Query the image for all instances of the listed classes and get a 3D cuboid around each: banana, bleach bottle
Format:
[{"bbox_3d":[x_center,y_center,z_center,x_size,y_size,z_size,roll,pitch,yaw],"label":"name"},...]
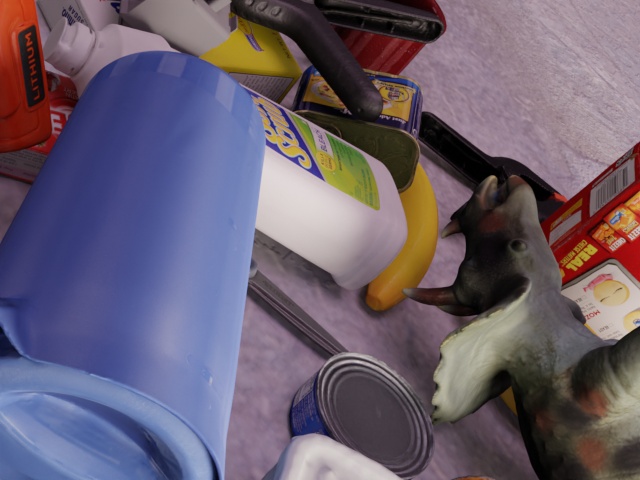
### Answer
[{"bbox_3d":[0.056,-0.020,0.805,0.069,0.037,0.198,-1,44,-8],"label":"banana"},{"bbox_3d":[-0.060,-0.062,0.680,0.250,0.068,0.102,28,31,-31],"label":"bleach bottle"}]

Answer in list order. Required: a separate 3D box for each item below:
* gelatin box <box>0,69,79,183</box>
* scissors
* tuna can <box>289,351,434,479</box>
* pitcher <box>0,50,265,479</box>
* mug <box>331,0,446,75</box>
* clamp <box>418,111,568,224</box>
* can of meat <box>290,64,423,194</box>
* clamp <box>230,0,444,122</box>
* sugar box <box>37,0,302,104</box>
[{"bbox_3d":[-0.177,-0.072,0.634,0.089,0.030,0.073,16,43,-32],"label":"gelatin box"},{"bbox_3d":[-0.055,0.001,0.690,0.201,0.016,0.096,32,37,-16],"label":"scissors"},{"bbox_3d":[0.024,0.111,0.636,0.086,0.034,0.086,26,39,-23],"label":"tuna can"},{"bbox_3d":[-0.091,0.023,0.530,0.145,0.149,0.242,21,43,-11],"label":"pitcher"},{"bbox_3d":[0.040,-0.180,0.911,0.117,0.082,0.093,-10,61,-49],"label":"mug"},{"bbox_3d":[0.147,-0.054,0.924,0.171,0.039,0.120,10,51,-46],"label":"clamp"},{"bbox_3d":[0.025,-0.087,0.799,0.102,0.057,0.084,12,39,2],"label":"can of meat"},{"bbox_3d":[-0.008,-0.180,0.808,0.210,0.036,0.164,36,39,9],"label":"clamp"},{"bbox_3d":[-0.104,-0.147,0.768,0.175,0.048,0.093,-2,54,-47],"label":"sugar box"}]
